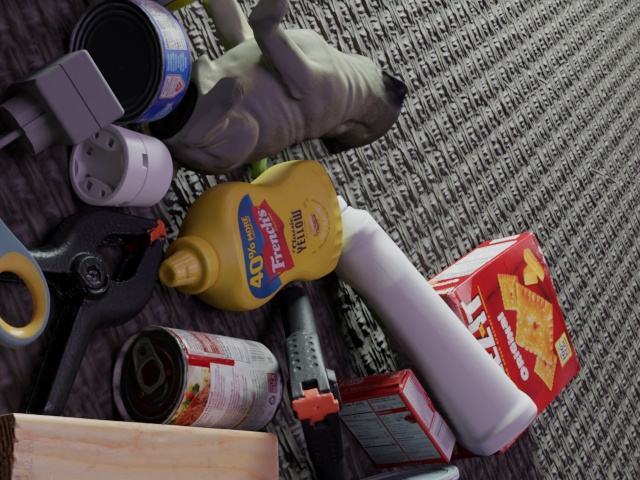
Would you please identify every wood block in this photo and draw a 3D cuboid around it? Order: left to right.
[{"bbox_3d":[-0.124,0.156,0.629,0.205,0.091,0.090,17,65,-50],"label":"wood block"}]

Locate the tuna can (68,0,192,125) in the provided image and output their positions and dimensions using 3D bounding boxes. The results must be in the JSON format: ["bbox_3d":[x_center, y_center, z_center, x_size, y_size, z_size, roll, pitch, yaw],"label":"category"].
[{"bbox_3d":[-0.130,-0.122,0.728,0.033,0.086,0.086,-14,89,-56],"label":"tuna can"}]

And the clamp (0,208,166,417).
[{"bbox_3d":[-0.153,0.038,0.677,0.171,0.039,0.120,-26,99,-50],"label":"clamp"}]

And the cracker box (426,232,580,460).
[{"bbox_3d":[0.175,0.100,1.072,0.213,0.072,0.164,-27,100,-53],"label":"cracker box"}]

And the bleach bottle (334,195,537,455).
[{"bbox_3d":[0.077,0.063,0.912,0.068,0.103,0.251,-39,97,-8],"label":"bleach bottle"}]

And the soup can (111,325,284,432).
[{"bbox_3d":[-0.081,0.097,0.728,0.102,0.069,0.068,16,65,-51],"label":"soup can"}]

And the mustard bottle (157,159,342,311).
[{"bbox_3d":[-0.055,0.001,0.805,0.191,0.058,0.096,-24,110,-54],"label":"mustard bottle"}]

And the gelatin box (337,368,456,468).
[{"bbox_3d":[0.061,0.151,0.898,0.089,0.073,0.030,56,40,-24],"label":"gelatin box"}]

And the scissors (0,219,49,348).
[{"bbox_3d":[-0.188,-0.024,0.623,0.096,0.016,0.201,30,57,-36],"label":"scissors"}]

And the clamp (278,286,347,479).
[{"bbox_3d":[-0.002,0.121,0.775,0.210,0.036,0.164,-136,-147,-87],"label":"clamp"}]
